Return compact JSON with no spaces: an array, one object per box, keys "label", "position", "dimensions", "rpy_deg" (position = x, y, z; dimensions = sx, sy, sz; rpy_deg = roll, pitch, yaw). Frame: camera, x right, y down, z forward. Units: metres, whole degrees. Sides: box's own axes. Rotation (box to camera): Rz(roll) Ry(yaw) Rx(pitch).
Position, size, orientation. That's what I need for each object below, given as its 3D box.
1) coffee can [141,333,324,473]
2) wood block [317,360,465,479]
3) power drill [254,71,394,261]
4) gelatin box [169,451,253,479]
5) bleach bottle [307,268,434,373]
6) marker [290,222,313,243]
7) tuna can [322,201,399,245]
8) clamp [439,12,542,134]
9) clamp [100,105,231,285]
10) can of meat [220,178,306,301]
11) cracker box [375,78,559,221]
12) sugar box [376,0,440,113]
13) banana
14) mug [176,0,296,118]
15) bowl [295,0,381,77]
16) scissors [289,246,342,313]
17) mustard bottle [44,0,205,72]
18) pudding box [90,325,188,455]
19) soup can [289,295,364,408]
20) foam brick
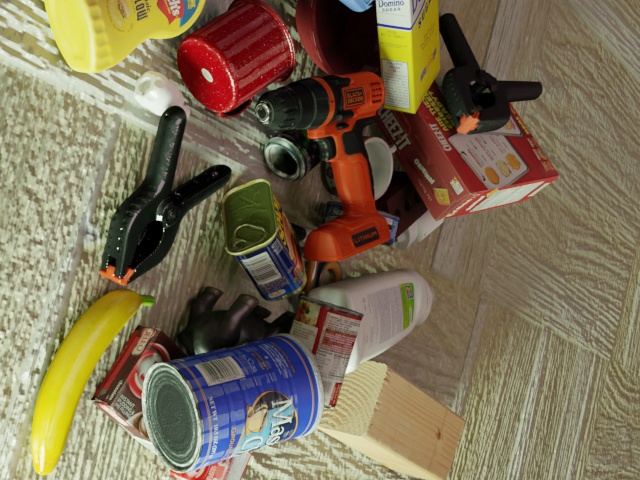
[{"label":"coffee can","position":[-0.082,0.151,1.005],"dimensions":[0.140,0.103,0.103],"rpy_deg":[-10,105,-38]},{"label":"wood block","position":[0.084,0.221,1.313],"dimensions":[0.205,0.090,0.091],"rpy_deg":[39,66,-47]},{"label":"power drill","position":[0.009,-0.076,1.100],"dimensions":[0.184,0.057,0.188],"rpy_deg":[-19,108,-47]},{"label":"gelatin box","position":[-0.106,0.211,1.091],"dimensions":[0.030,0.073,0.089],"rpy_deg":[43,65,-45]},{"label":"bleach bottle","position":[0.072,0.089,1.281],"dimensions":[0.250,0.068,0.102],"rpy_deg":[-8,98,-59]},{"label":"marker","position":[-0.002,-0.001,1.221],"dimensions":[0.120,0.020,0.020],"rpy_deg":[16,84,-51]},{"label":"tuna can","position":[0.046,-0.019,1.224],"dimensions":[0.086,0.086,0.034],"rpy_deg":[16,86,-51]},{"label":"clamp","position":[0.189,-0.196,1.310],"dimensions":[0.164,0.036,0.209],"rpy_deg":[39,37,-2]},{"label":"clamp","position":[-0.147,-0.031,1.019],"dimensions":[0.120,0.039,0.171],"rpy_deg":[36,80,-52]},{"label":"can of meat","position":[-0.057,0.001,1.098],"dimensions":[0.102,0.057,0.084],"rpy_deg":[-102,167,-48]},{"label":"cracker box","position":[0.180,-0.118,1.322],"dimensions":[0.213,0.072,0.164],"rpy_deg":[-13,67,-48]},{"label":"sugar box","position":[0.097,-0.237,1.164],"dimensions":[0.176,0.048,0.093],"rpy_deg":[84,26,-46]},{"label":"banana","position":[-0.213,0.115,0.970],"dimensions":[0.069,0.037,0.197],"rpy_deg":[52,57,-40]},{"label":"mug","position":[-0.086,-0.169,1.043],"dimensions":[0.081,0.093,0.117],"rpy_deg":[-40,153,-34]},{"label":"bowl","position":[0.022,-0.248,1.176],"dimensions":[0.161,0.055,0.162],"rpy_deg":[-12,106,-49]},{"label":"scissors","position":[-0.010,0.105,1.235],"dimensions":[0.096,0.016,0.202],"rpy_deg":[-10,104,-50]},{"label":"mustard bottle","position":[-0.156,-0.226,0.961],"dimensions":[0.191,0.058,0.096],"rpy_deg":[-37,124,-42]},{"label":"pudding box","position":[-0.159,0.150,1.041],"dimensions":[0.090,0.039,0.113],"rpy_deg":[-60,136,-24]},{"label":"soup can","position":[-0.002,0.114,1.092],"dimensions":[0.068,0.069,0.102],"rpy_deg":[19,88,-51]},{"label":"foam brick","position":[0.086,-0.045,1.295],"dimensions":[0.078,0.051,0.053],"rpy_deg":[-40,126,-39]}]
